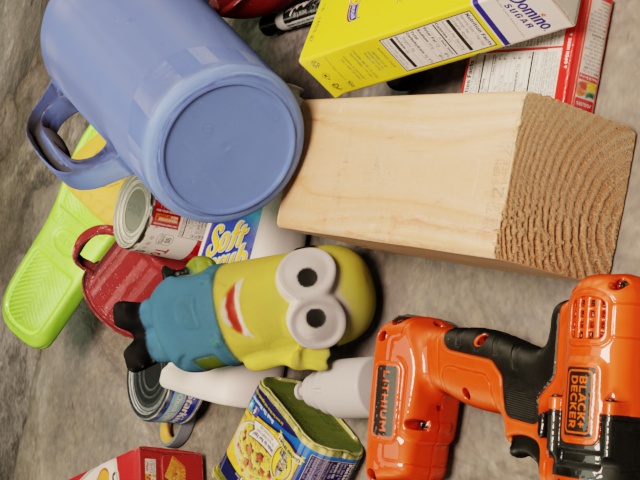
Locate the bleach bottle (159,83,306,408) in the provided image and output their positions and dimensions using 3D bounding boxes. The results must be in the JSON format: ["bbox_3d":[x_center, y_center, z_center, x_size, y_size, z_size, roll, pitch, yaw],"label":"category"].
[{"bbox_3d":[-0.055,0.001,0.838,0.103,0.068,0.251,5,82,49],"label":"bleach bottle"}]

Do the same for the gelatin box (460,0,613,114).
[{"bbox_3d":[0.127,-0.109,0.640,0.089,0.030,0.073,9,89,54],"label":"gelatin box"}]

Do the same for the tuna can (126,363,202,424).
[{"bbox_3d":[-0.131,0.112,0.907,0.086,0.033,0.086,-19,67,50],"label":"tuna can"}]

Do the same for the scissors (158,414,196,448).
[{"bbox_3d":[-0.102,0.103,0.914,0.202,0.016,0.096,-47,47,37],"label":"scissors"}]

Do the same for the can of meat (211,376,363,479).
[{"bbox_3d":[-0.023,0.155,0.750,0.102,0.057,0.084,42,112,51],"label":"can of meat"}]

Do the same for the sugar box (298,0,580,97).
[{"bbox_3d":[0.074,-0.152,0.646,0.177,0.048,0.093,-13,49,43],"label":"sugar box"}]

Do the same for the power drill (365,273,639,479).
[{"bbox_3d":[0.104,0.111,0.586,0.188,0.057,0.184,-4,77,53],"label":"power drill"}]

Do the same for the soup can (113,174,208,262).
[{"bbox_3d":[-0.112,-0.017,0.888,0.069,0.102,0.068,-21,63,50],"label":"soup can"}]

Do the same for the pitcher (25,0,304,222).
[{"bbox_3d":[-0.113,-0.101,0.747,0.243,0.144,0.149,47,131,53],"label":"pitcher"}]

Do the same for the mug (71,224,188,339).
[{"bbox_3d":[-0.160,0.022,0.938,0.082,0.117,0.093,-48,24,29],"label":"mug"}]

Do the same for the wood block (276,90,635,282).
[{"bbox_3d":[0.073,-0.035,0.642,0.206,0.090,0.090,9,88,56],"label":"wood block"}]

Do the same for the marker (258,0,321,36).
[{"bbox_3d":[-0.014,-0.185,0.873,0.121,0.020,0.020,-1,79,55],"label":"marker"}]
